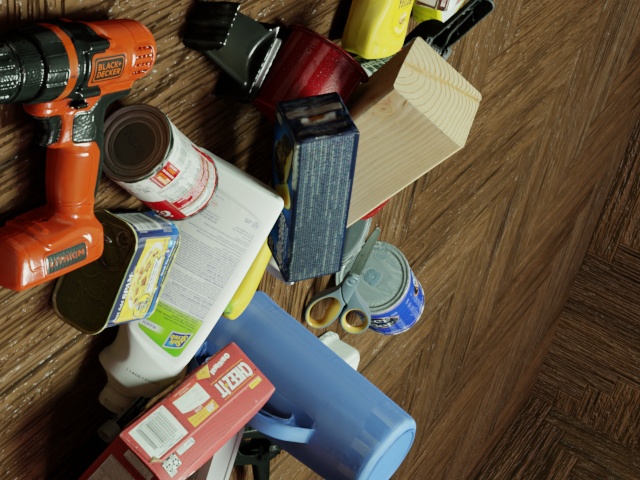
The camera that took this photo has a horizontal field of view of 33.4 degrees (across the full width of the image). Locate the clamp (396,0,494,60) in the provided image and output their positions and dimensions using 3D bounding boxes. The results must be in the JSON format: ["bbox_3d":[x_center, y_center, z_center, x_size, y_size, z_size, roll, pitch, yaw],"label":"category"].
[{"bbox_3d":[0.125,-0.206,1.200,0.120,0.039,0.172,-63,-161,-14],"label":"clamp"}]

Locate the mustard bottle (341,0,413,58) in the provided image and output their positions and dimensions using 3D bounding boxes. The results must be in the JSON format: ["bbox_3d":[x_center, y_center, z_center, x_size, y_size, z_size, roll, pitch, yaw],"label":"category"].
[{"bbox_3d":[0.076,-0.288,1.100,0.096,0.058,0.192,-35,145,-53],"label":"mustard bottle"}]

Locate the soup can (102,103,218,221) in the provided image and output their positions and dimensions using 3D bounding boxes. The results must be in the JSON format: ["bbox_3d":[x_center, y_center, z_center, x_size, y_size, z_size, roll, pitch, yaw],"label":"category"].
[{"bbox_3d":[-0.132,-0.062,0.872,0.068,0.069,0.102,-60,159,-6],"label":"soup can"}]

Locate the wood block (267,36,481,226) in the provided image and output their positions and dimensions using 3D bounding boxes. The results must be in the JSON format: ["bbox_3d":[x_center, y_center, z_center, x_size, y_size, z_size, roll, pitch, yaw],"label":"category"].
[{"bbox_3d":[0.050,-0.097,1.066,0.207,0.090,0.090,-36,-159,43],"label":"wood block"}]

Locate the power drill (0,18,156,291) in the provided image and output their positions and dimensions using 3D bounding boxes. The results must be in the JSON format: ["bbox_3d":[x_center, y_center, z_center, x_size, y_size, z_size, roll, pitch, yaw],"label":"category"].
[{"bbox_3d":[-0.193,-0.061,0.744,0.184,0.057,0.188,-27,140,-57],"label":"power drill"}]

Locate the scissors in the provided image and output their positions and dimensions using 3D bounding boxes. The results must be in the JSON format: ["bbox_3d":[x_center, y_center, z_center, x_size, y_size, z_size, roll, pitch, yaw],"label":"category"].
[{"bbox_3d":[0.053,0.061,1.375,0.202,0.096,0.016,-46,-156,39],"label":"scissors"}]

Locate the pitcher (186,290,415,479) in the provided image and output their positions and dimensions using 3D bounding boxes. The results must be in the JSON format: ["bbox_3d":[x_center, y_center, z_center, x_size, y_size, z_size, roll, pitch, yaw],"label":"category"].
[{"bbox_3d":[-0.024,0.176,1.176,0.149,0.243,0.145,-45,155,-22],"label":"pitcher"}]

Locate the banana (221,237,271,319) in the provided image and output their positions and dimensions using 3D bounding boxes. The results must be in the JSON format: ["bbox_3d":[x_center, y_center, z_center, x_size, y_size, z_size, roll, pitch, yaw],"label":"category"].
[{"bbox_3d":[-0.067,0.011,1.121,0.070,0.037,0.197,-39,-155,54],"label":"banana"}]

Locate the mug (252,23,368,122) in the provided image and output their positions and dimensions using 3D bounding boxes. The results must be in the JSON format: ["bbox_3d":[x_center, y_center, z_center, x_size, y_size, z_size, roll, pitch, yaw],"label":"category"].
[{"bbox_3d":[-0.016,-0.148,1.032,0.081,0.093,0.117,-56,-167,-4],"label":"mug"}]

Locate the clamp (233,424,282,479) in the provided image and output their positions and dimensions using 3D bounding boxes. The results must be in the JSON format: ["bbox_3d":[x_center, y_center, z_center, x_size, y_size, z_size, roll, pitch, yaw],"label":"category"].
[{"bbox_3d":[-0.060,0.264,1.401,0.165,0.036,0.209,-33,145,10],"label":"clamp"}]

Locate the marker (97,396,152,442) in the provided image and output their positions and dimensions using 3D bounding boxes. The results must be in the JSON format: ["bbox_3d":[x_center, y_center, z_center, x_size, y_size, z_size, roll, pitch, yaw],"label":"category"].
[{"bbox_3d":[-0.182,0.160,1.098,0.121,0.020,0.020,-46,154,-37],"label":"marker"}]

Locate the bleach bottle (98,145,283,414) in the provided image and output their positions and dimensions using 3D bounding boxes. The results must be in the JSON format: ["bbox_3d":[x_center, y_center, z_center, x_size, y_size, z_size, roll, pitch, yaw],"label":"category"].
[{"bbox_3d":[-0.137,0.045,0.979,0.251,0.102,0.068,-58,-166,9],"label":"bleach bottle"}]

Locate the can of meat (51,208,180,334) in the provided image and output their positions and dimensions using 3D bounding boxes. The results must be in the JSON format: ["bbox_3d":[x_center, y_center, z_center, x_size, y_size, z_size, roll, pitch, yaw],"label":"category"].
[{"bbox_3d":[-0.170,0.024,0.907,0.102,0.057,0.083,-67,161,12],"label":"can of meat"}]

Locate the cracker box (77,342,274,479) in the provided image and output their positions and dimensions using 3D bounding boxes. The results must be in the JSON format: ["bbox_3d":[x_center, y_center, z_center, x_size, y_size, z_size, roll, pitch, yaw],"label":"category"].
[{"bbox_3d":[-0.158,0.209,1.032,0.163,0.072,0.214,-38,173,-46],"label":"cracker box"}]

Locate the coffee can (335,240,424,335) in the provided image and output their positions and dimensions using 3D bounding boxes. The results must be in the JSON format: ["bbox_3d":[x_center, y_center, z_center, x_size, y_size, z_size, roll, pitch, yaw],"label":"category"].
[{"bbox_3d":[0.086,0.069,1.498,0.103,0.103,0.140,-59,159,-8],"label":"coffee can"}]
